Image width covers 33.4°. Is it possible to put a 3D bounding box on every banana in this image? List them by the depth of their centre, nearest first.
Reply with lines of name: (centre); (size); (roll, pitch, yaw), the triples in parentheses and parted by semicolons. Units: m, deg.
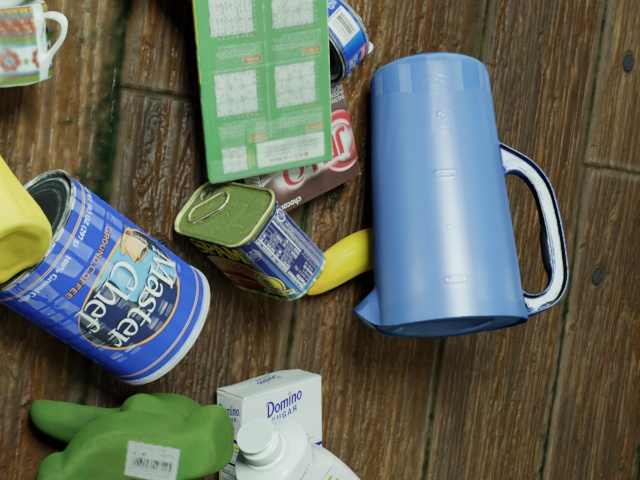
banana: (0.065, 0.017, 1.009); (0.197, 0.037, 0.069); (2, 94, -40)

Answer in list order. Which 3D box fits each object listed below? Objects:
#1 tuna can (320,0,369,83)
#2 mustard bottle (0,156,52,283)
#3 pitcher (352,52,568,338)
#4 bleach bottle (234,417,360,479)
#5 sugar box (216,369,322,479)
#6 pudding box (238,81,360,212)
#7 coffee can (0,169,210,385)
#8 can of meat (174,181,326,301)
tuna can: (-0.003, -0.172, 0.889); (0.033, 0.086, 0.086); (-49, 124, -20)
mustard bottle: (-0.240, -0.068, 0.666); (0.058, 0.096, 0.192); (-32, 79, -13)
pitcher: (0.116, -0.037, 0.944); (0.148, 0.145, 0.243); (7, 75, -42)
bleach bottle: (-0.007, 0.209, 0.861); (0.102, 0.068, 0.250); (-58, 146, -26)
sugar box: (-0.044, 0.209, 0.948); (0.093, 0.048, 0.176); (-9, 101, -42)
pudding box: (-0.022, -0.080, 0.920); (0.113, 0.039, 0.090); (-28, 115, -32)
coffee can: (-0.165, 0.029, 0.780); (0.140, 0.103, 0.102); (41, 72, -36)
can of meat: (-0.056, 0.001, 0.867); (0.083, 0.102, 0.057); (48, 67, -37)
